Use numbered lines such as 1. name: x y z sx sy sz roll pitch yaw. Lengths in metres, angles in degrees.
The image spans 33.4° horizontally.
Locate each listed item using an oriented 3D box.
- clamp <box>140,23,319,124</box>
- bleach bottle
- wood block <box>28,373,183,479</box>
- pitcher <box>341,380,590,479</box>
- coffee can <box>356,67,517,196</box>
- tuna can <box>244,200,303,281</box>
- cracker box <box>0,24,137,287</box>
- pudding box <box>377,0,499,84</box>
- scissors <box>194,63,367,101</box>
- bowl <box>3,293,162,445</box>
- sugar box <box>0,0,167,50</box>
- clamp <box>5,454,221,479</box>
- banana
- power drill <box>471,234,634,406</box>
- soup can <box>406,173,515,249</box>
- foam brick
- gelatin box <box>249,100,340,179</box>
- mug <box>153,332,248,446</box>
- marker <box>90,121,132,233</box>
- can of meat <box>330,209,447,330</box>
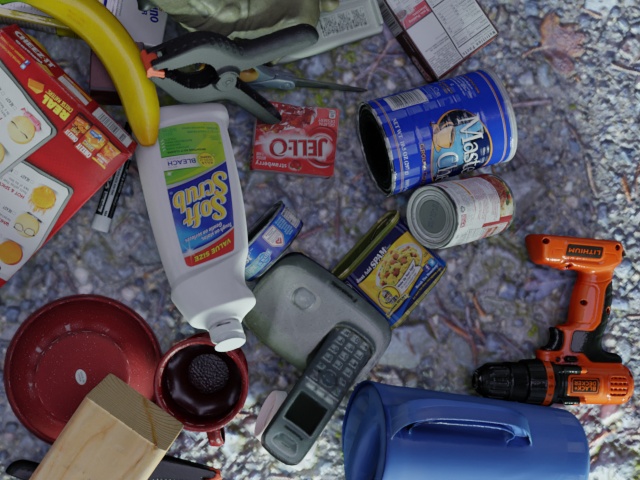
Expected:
1. clamp: -0.092 -0.158 1.038 0.171 0.039 0.120 -5 134 -21
2. bleach bottle: -0.111 -0.013 1.034 0.102 0.068 0.251 -8 63 -22
3. wood block: -0.228 0.241 1.001 0.090 0.091 0.206 35 97 0
4. pitcher: 0.152 0.215 1.095 0.242 0.149 0.145 7 100 -17
5. coffee can: 0.121 -0.114 1.119 0.140 0.103 0.103 -17 92 -11
6. tuna can: -0.057 0.001 1.091 0.033 0.086 0.086 43 82 -9
7. cracker box: -0.306 -0.072 1.017 0.214 0.072 0.164 -44 103 10
8. pudding box: 0.125 -0.241 1.156 0.090 0.039 0.113 -37 97 -10
9. scissors: -0.055 -0.161 1.122 0.201 0.096 0.016 11 63 -40
10. bowl: -0.237 0.135 1.069 0.162 0.055 0.162 0 88 -11
11. sugar box: -0.241 -0.252 1.081 0.176 0.048 0.093 11 86 -14
12. clamp: -0.205 0.265 1.082 0.210 0.036 0.164 -25 94 -7
13. banana: -0.210 -0.179 1.011 0.069 0.037 0.198 -45 97 -1
14. power drill: 0.257 0.088 1.166 0.184 0.057 0.188 4 91 -15
15. soup can: 0.147 -0.031 1.118 0.102 0.069 0.068 -12 92 -44
16. foam brick: -0.204 -0.167 1.070 0.053 0.078 0.051 2 86 -12
17. gelatin box: -0.027 -0.106 1.127 0.089 0.030 0.073 6 88 -11
18. mug: -0.113 0.149 1.073 0.093 0.081 0.117 -14 94 2
19. marker: -0.209 -0.067 1.097 0.020 0.020 0.121 18 86 -10
20. can of meat: 0.073 0.033 1.131 0.084 0.057 0.102 44 81 -9
